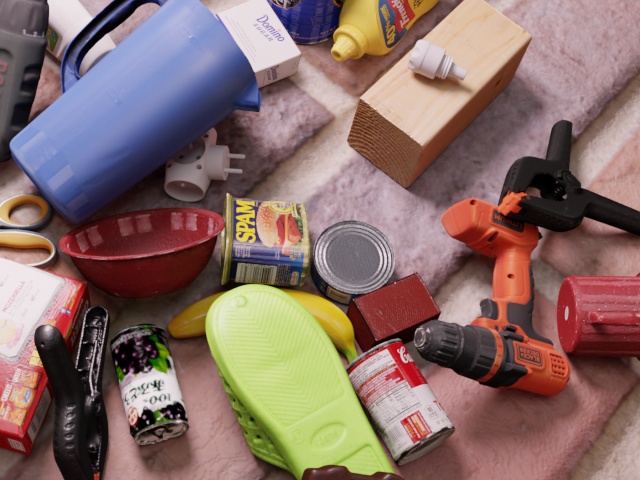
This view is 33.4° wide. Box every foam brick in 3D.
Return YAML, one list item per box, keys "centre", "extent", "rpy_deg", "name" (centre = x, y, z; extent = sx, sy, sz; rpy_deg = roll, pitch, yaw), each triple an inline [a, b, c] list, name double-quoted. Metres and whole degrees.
- centre: [0.073, 0.076, 1.075]
  extent: [0.078, 0.053, 0.051]
  rpy_deg: [-21, 67, -18]
  name: "foam brick"

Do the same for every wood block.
- centre: [0.133, -0.168, 1.192]
  extent: [0.090, 0.091, 0.205]
  rpy_deg: [39, 64, 12]
  name: "wood block"

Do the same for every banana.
- centre: [-0.050, 0.078, 1.065]
  extent: [0.197, 0.037, 0.069]
  rpy_deg: [10, 61, -2]
  name: "banana"

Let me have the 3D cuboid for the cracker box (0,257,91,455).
- centre: [-0.344, 0.092, 0.999]
  extent: [0.213, 0.072, 0.164]
  rpy_deg: [15, 61, 1]
  name: "cracker box"

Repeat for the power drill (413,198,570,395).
- centre: [0.165, 0.055, 1.066]
  extent: [0.184, 0.057, 0.187]
  rpy_deg: [19, 57, -31]
  name: "power drill"

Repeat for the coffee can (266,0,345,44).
- centre: [-0.011, -0.307, 1.217]
  extent: [0.102, 0.140, 0.103]
  rpy_deg: [3, 62, -6]
  name: "coffee can"

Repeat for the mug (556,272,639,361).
- centre: [0.290, 0.077, 1.073]
  extent: [0.081, 0.117, 0.093]
  rpy_deg: [1, 91, -2]
  name: "mug"

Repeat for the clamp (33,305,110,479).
- centre: [-0.221, 0.144, 0.957]
  extent: [0.039, 0.120, 0.171]
  rpy_deg: [-4, 86, 19]
  name: "clamp"

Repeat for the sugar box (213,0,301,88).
- centre: [-0.120, -0.202, 1.201]
  extent: [0.176, 0.048, 0.093]
  rpy_deg: [-23, 70, -22]
  name: "sugar box"

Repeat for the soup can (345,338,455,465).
- centre: [0.075, 0.155, 1.024]
  extent: [0.068, 0.068, 0.102]
  rpy_deg: [-24, 68, -19]
  name: "soup can"

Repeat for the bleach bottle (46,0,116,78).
- centre: [-0.303, -0.254, 1.184]
  extent: [0.068, 0.103, 0.251]
  rpy_deg: [-40, 80, -20]
  name: "bleach bottle"

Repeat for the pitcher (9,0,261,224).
- centre: [-0.194, -0.138, 1.077]
  extent: [0.242, 0.145, 0.149]
  rpy_deg: [-40, 35, -6]
  name: "pitcher"

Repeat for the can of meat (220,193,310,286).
- centre: [-0.057, 0.001, 1.082]
  extent: [0.084, 0.057, 0.102]
  rpy_deg: [5, 38, -8]
  name: "can of meat"

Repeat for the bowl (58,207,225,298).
- centre: [-0.170, 0.016, 1.044]
  extent: [0.162, 0.162, 0.055]
  rpy_deg: [-9, 107, -13]
  name: "bowl"

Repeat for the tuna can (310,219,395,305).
- centre: [0.033, 0.024, 1.108]
  extent: [0.086, 0.034, 0.086]
  rpy_deg: [3, 62, -6]
  name: "tuna can"

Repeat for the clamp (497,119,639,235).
- centre: [0.255, -0.063, 1.147]
  extent: [0.209, 0.036, 0.165]
  rpy_deg: [-8, 56, -41]
  name: "clamp"

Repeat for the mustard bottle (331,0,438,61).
- centre: [0.074, -0.272, 1.236]
  extent: [0.058, 0.096, 0.191]
  rpy_deg: [24, 60, 32]
  name: "mustard bottle"

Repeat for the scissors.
- centre: [-0.362, -0.019, 1.087]
  extent: [0.201, 0.016, 0.096]
  rpy_deg: [14, 60, 0]
  name: "scissors"
